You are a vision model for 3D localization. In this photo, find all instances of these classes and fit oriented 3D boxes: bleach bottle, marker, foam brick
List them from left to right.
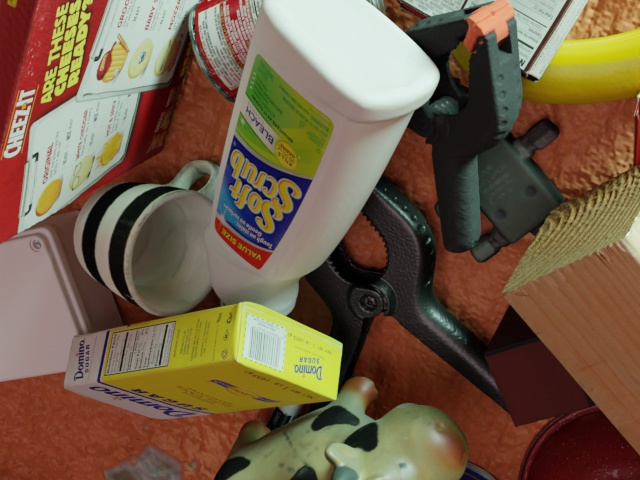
[{"bbox_3d":[-0.040,0.157,0.790,0.020,0.020,0.121,30,117,8],"label":"marker"},{"bbox_3d":[-0.017,-0.025,0.638,0.103,0.067,0.251,47,141,23],"label":"bleach bottle"},{"bbox_3d":[0.140,0.069,0.656,0.051,0.078,0.053,-21,99,27],"label":"foam brick"}]

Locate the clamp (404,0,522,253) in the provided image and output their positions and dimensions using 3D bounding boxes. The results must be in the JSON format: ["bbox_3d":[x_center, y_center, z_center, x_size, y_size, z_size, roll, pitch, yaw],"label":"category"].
[{"bbox_3d":[0.073,-0.063,0.604,0.120,0.039,0.172,45,152,2],"label":"clamp"}]

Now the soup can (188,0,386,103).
[{"bbox_3d":[-0.019,-0.132,0.646,0.102,0.068,0.068,-19,102,25],"label":"soup can"}]

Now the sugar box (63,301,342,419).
[{"bbox_3d":[-0.082,0.085,0.713,0.177,0.048,0.093,-17,147,40],"label":"sugar box"}]

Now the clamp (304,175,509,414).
[{"bbox_3d":[0.031,0.041,0.710,0.165,0.036,0.210,-19,103,28],"label":"clamp"}]

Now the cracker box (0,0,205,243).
[{"bbox_3d":[-0.146,-0.107,0.621,0.072,0.213,0.164,27,117,9],"label":"cracker box"}]
